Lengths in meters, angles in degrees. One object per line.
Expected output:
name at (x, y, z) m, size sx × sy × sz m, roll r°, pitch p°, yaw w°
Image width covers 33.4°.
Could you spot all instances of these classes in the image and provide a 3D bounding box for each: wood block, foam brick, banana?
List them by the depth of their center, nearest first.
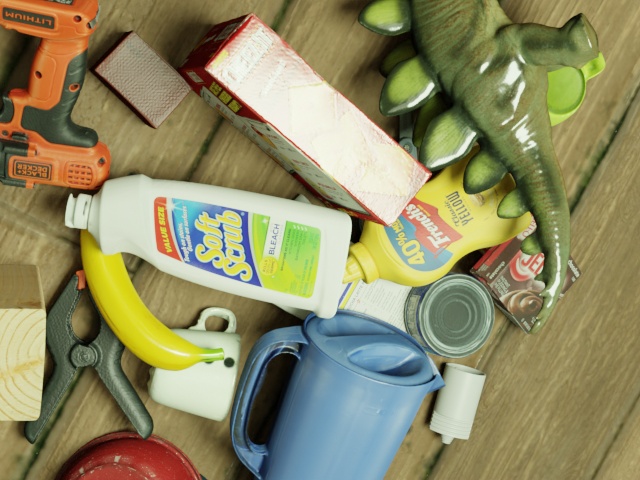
wood block at (-0.283, 0.080, 0.905) m, size 0.090 × 0.206 × 0.090 m, roll 3°, pitch 98°, yaw -17°
banana at (-0.174, 0.051, 0.982) m, size 0.069 × 0.037 × 0.198 m, roll -32°, pitch 80°, yaw -36°
foam brick at (-0.165, -0.148, 0.984) m, size 0.053 × 0.051 × 0.078 m, roll -47°, pitch 107°, yaw -6°

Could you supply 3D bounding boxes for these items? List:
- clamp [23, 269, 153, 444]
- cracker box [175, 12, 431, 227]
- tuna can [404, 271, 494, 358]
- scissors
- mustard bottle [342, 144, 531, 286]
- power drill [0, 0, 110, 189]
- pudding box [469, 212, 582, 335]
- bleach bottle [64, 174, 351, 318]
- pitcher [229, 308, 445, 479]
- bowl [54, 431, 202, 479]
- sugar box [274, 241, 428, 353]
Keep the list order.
clamp at (-0.230, 0.114, 1.009) m, size 0.120 × 0.039 × 0.171 m, roll -10°, pitch 90°, yaw -10°
cracker box at (-0.020, -0.109, 0.972) m, size 0.213 × 0.164 × 0.072 m, roll 41°, pitch 84°, yaw -17°
tuna can at (0.129, 0.074, 1.061) m, size 0.086 × 0.034 × 0.086 m, roll 0°, pitch 91°, yaw -19°
scissors at (0.070, -0.081, 1.076) m, size 0.096 × 0.016 × 0.202 m, roll -16°, pitch 90°, yaw 4°
mustard bottle at (0.100, -0.010, 1.031) m, size 0.191 × 0.058 × 0.096 m, roll -28°, pitch 84°, yaw -9°
power drill at (-0.268, -0.134, 0.922) m, size 0.184 × 0.057 × 0.188 m, roll 7°, pitch 126°, yaw -11°
pudding box at (0.213, 0.033, 1.100) m, size 0.090 × 0.039 × 0.113 m, roll -48°, pitch 137°, yaw -4°
bleach bottle at (-0.104, 0.001, 0.965) m, size 0.250 × 0.068 × 0.102 m, roll 9°, pitch 97°, yaw -7°
pitcher at (-0.002, 0.194, 1.021) m, size 0.149 × 0.144 × 0.243 m, roll 31°, pitch 112°, yaw 24°
bowl at (-0.189, 0.257, 0.998) m, size 0.162 × 0.055 × 0.162 m, roll -2°, pitch 75°, yaw 6°
sugar box at (0.039, 0.060, 1.076) m, size 0.176 × 0.048 × 0.093 m, roll 31°, pitch 87°, yaw -15°
